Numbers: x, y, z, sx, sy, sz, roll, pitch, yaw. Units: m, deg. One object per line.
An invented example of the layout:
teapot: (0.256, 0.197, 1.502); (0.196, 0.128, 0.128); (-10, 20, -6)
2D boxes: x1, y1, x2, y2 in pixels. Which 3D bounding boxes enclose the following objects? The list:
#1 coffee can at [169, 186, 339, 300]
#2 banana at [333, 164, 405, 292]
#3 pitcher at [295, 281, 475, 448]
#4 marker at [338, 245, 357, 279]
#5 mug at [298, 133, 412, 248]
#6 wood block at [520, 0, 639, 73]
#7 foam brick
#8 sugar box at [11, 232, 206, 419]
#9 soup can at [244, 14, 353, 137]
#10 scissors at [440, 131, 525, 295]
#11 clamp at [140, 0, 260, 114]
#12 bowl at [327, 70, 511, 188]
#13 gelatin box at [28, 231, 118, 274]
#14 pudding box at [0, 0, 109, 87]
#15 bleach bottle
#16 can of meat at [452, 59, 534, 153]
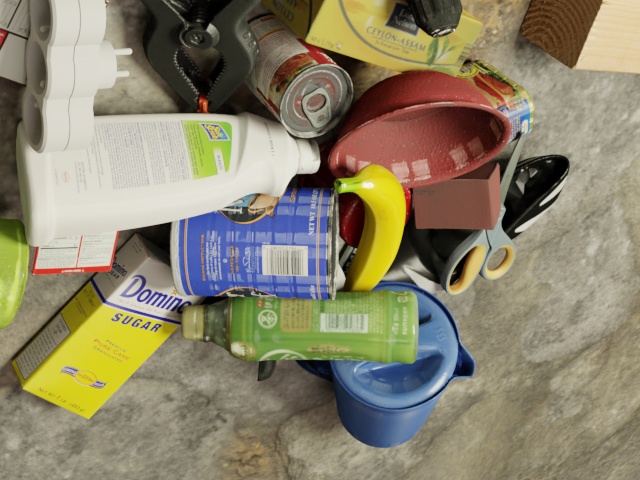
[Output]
coffee can: (-0.056, 0.001, 0.963); (0.140, 0.102, 0.103); (1, 131, 5)
banana: (0.046, -0.012, 0.980); (0.069, 0.037, 0.198); (-20, 146, -9)
pitcher: (0.062, 0.144, 1.153); (0.145, 0.149, 0.243); (-30, 160, -12)
marker: (0.027, 0.027, 1.145); (0.020, 0.020, 0.121); (12, 118, -40)
mug: (0.037, -0.054, 1.039); (0.093, 0.082, 0.117); (-22, 134, -18)
wood block: (0.319, -0.226, 1.083); (0.205, 0.090, 0.091); (-2, 125, -33)
foam brick: (0.133, -0.043, 1.032); (0.051, 0.078, 0.053); (-47, 135, -60)
sugar box: (-0.199, 0.084, 1.019); (0.176, 0.048, 0.093); (-44, 137, 7)
soup can: (-0.026, -0.142, 0.908); (0.068, 0.102, 0.068); (-18, 133, -21)
scissors: (0.188, -0.023, 1.091); (0.096, 0.016, 0.202); (2, 127, -38)
clamp: (-0.086, -0.175, 0.840); (0.164, 0.036, 0.210); (2, 147, 6)
bowl: (0.082, -0.102, 0.935); (0.162, 0.055, 0.162); (-8, 158, -3)
gelatin box: (-0.215, -0.014, 0.938); (0.073, 0.030, 0.089); (-3, 126, -31)
pudding box: (-0.228, -0.167, 0.797); (0.113, 0.039, 0.090); (16, 114, -44)
bleach bottle: (-0.120, -0.057, 0.891); (0.250, 0.102, 0.068); (-5, 160, -20)
can of meat: (0.146, -0.126, 1.040); (0.083, 0.102, 0.057); (-25, 136, -18)
